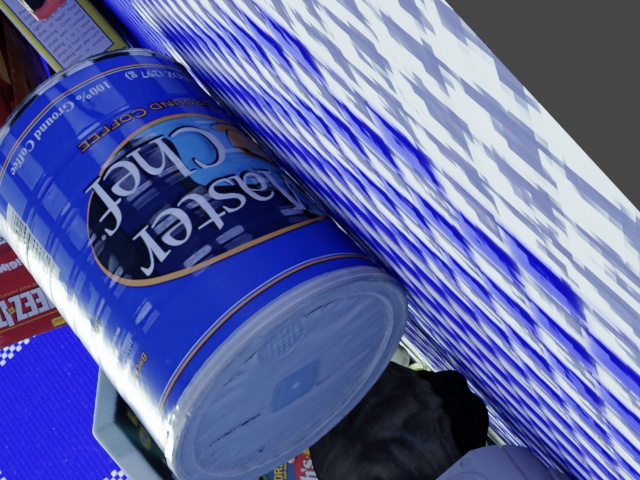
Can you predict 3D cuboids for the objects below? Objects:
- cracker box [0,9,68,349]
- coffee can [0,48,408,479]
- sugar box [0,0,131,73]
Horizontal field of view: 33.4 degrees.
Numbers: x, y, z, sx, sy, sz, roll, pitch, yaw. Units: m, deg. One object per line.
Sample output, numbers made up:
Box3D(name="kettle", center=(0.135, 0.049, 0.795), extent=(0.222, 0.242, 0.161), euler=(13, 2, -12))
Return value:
Box3D(name="cracker box", center=(-0.208, -0.062, 0.698), extent=(0.164, 0.072, 0.213), euler=(-102, -7, -71))
Box3D(name="coffee can", center=(-0.050, 0.008, 0.406), extent=(0.140, 0.103, 0.102), euler=(46, 177, 29))
Box3D(name="sugar box", center=(-0.181, -0.164, 0.621), extent=(0.176, 0.048, 0.093), euler=(51, 178, -8))
